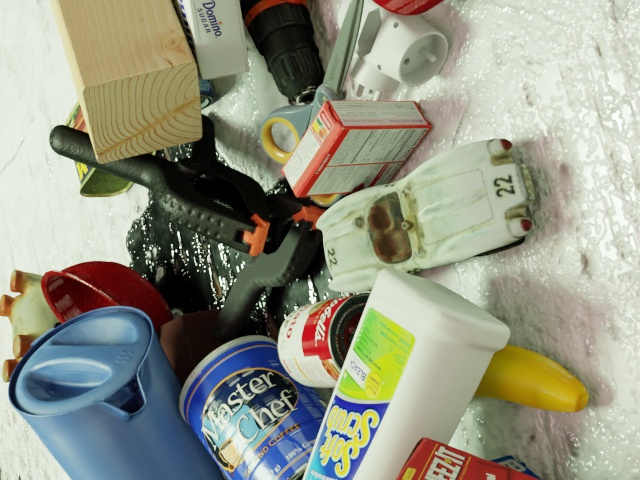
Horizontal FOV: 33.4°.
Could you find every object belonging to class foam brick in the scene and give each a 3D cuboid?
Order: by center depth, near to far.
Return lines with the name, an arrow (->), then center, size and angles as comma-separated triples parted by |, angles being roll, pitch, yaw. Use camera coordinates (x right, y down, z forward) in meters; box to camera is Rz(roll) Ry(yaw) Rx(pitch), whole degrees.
foam brick -> -0.112, 0.109, 1.001 | 0.051, 0.052, 0.078 | -29, 72, 50

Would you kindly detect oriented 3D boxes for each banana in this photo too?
banana -> 0.102, 0.105, 0.746 | 0.198, 0.037, 0.069 | -32, 84, 50

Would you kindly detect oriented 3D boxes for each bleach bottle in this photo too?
bleach bottle -> 0.034, 0.150, 0.711 | 0.103, 0.068, 0.251 | 36, 106, 60

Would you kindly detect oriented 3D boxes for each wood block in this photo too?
wood block -> -0.171, -0.176, 0.892 | 0.090, 0.090, 0.206 | 92, 158, -53

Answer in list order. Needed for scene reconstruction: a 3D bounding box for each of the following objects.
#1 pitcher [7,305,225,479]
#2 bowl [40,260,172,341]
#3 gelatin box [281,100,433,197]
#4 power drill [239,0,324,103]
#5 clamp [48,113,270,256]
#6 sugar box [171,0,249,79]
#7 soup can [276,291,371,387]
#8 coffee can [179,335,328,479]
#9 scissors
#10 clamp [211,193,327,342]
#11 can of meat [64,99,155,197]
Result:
pitcher -> -0.170, 0.184, 0.961 | 0.149, 0.145, 0.243 | -87, -21, -55
bowl -> -0.201, 0.072, 1.072 | 0.162, 0.055, 0.162 | 28, 148, 19
gelatin box -> 0.026, -0.067, 0.771 | 0.073, 0.089, 0.030 | -54, 55, 40
power drill -> -0.007, -0.224, 0.817 | 0.188, 0.057, 0.184 | -43, 62, 46
clamp -> -0.120, -0.052, 0.892 | 0.210, 0.164, 0.036 | 44, 130, 42
sugar box -> -0.105, -0.198, 0.896 | 0.176, 0.048, 0.093 | -127, 27, -66
soup can -> 0.016, 0.077, 0.807 | 0.102, 0.068, 0.068 | -18, 81, 64
coffee can -> -0.038, 0.161, 0.874 | 0.140, 0.102, 0.103 | 46, 129, 38
scissors -> -0.009, -0.110, 0.804 | 0.096, 0.016, 0.202 | 29, 141, 27
clamp -> -0.056, 0.001, 0.927 | 0.172, 0.039, 0.120 | -40, 63, 38
can of meat -> -0.221, -0.106, 1.107 | 0.102, 0.057, 0.084 | -42, 60, 46
